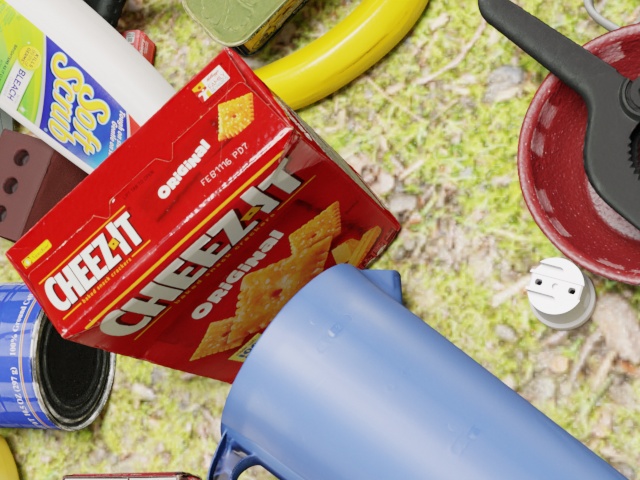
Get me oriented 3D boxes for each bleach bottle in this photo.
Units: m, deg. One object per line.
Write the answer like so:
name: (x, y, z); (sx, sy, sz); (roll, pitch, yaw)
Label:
bleach bottle: (-0.142, -0.092, 0.738); (0.251, 0.068, 0.103); (38, 122, 1)

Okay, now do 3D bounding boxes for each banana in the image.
banana: (0.013, -0.141, 0.747); (0.198, 0.037, 0.070); (-42, 50, 5)

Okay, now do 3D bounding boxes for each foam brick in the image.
foam brick: (-0.216, -0.034, 0.792); (0.053, 0.051, 0.078); (17, 83, 23)

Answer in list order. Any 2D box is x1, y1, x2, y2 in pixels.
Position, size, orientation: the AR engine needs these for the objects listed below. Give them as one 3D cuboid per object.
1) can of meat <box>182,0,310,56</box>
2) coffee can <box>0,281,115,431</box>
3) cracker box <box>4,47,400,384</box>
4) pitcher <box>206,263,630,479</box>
can of meat: (-0.041, -0.177, 0.739); (0.102, 0.084, 0.057); (-44, 89, 4)
coffee can: (-0.229, 0.079, 0.741); (0.140, 0.102, 0.103); (-2, 76, 19)
cracker box: (-0.054, 0.001, 0.637); (0.164, 0.213, 0.072); (-42, 67, 6)
pitcher: (0.064, 0.138, 0.608); (0.243, 0.144, 0.149); (35, 111, 20)
